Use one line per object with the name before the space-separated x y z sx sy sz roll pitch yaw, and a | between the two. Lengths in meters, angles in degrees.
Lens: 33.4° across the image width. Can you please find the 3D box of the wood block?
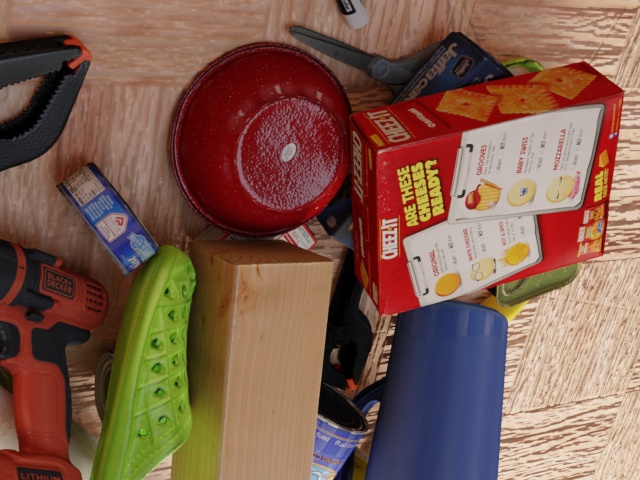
wood block | -0.059 0.109 0.868 0.090 0.090 0.206 -1 102 -31

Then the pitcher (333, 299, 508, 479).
pitcher | 0.103 0.182 1.025 0.149 0.145 0.243 11 79 -12

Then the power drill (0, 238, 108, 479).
power drill | -0.224 0.092 0.758 0.057 0.187 0.184 -13 157 30

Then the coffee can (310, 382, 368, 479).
coffee can | -0.034 0.205 1.012 0.102 0.103 0.140 25 103 -40

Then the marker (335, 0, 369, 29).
marker | 0.007 -0.216 0.828 0.020 0.020 0.121 -38 131 -7

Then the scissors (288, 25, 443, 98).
scissors | 0.066 -0.158 0.902 0.096 0.016 0.201 -49 133 7

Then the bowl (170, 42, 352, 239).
bowl | -0.034 -0.073 0.845 0.161 0.055 0.162 -7 108 -23

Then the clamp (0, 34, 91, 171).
clamp | -0.245 -0.065 0.751 0.210 0.036 0.164 -35 137 -10

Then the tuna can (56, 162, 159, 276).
tuna can | -0.159 -0.017 0.803 0.033 0.086 0.086 -38 132 -9

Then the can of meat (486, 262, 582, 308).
can of meat | 0.190 0.011 1.045 0.102 0.084 0.057 -19 127 -22

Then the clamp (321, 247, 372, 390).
clamp | 0.001 0.082 1.000 0.120 0.039 0.171 -20 127 -19

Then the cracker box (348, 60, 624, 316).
cracker box | 0.133 -0.044 0.879 0.213 0.072 0.164 -14 127 -14

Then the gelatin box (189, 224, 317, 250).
gelatin box | -0.056 0.001 0.918 0.089 0.030 0.073 -41 131 -5

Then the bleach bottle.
bleach bottle | -0.249 0.142 0.851 0.068 0.103 0.250 -46 126 -11
